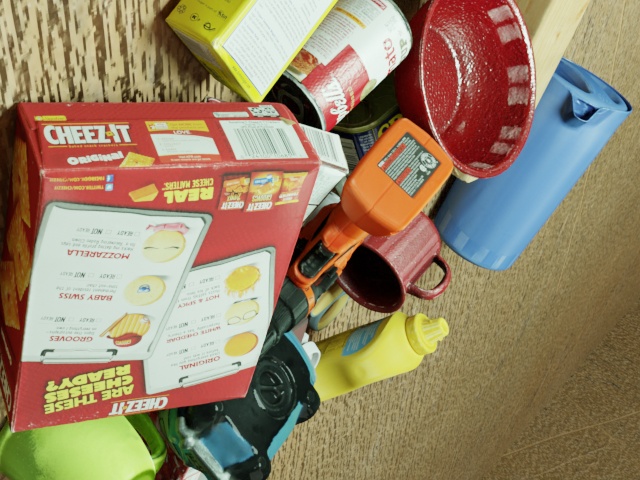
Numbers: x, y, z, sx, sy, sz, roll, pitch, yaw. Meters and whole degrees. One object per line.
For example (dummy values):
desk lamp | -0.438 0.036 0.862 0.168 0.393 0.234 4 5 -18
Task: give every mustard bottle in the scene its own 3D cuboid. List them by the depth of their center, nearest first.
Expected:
mustard bottle | 0.045 0.117 1.091 0.192 0.058 0.096 -24 -172 29

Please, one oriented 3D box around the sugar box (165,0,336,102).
sugar box | -0.015 -0.178 0.668 0.176 0.048 0.093 -55 161 -5

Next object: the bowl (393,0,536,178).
bowl | 0.107 -0.129 0.849 0.161 0.055 0.162 -1 92 -48

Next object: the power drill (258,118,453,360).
power drill | 0.008 0.001 0.808 0.188 0.057 0.184 -43 -174 49

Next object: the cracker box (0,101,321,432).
cracker box | -0.109 0.016 0.660 0.164 0.072 0.214 -4 135 -26

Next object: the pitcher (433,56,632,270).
pitcher | 0.233 -0.092 1.222 0.148 0.145 0.243 -2 130 -48

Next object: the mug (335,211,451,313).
mug | 0.077 0.018 1.070 0.081 0.117 0.093 -44 151 -34

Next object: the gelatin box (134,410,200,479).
gelatin box | -0.139 0.187 0.936 0.030 0.073 0.089 -23 144 -51

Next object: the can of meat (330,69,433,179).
can of meat | 0.059 -0.088 0.898 0.102 0.058 0.084 -41 128 -29

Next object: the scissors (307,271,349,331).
scissors | 0.047 0.030 1.158 0.201 0.016 0.096 -37 155 -36

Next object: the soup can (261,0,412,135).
soup can | 0.009 -0.128 0.764 0.102 0.068 0.068 -45 157 -22
